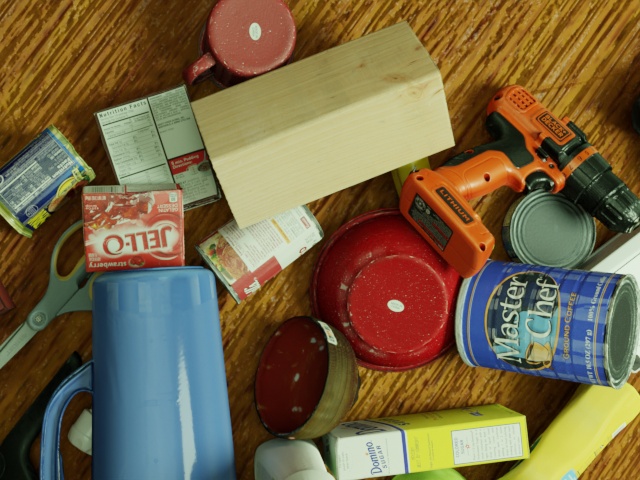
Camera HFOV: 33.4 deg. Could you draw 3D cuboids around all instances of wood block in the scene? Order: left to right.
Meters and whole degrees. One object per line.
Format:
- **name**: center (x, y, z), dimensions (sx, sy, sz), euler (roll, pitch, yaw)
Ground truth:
- **wood block**: center (0.001, -0.103, 0.944), dimensions (0.206, 0.090, 0.091), euler (-22, 136, -2)

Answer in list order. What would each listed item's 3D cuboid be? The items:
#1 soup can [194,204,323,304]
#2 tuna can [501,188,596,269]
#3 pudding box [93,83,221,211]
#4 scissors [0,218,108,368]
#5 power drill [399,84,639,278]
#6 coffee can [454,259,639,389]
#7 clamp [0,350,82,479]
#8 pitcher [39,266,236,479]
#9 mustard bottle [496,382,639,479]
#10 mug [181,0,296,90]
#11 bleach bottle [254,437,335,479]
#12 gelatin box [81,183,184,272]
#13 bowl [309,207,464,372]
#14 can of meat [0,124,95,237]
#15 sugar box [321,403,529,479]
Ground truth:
- **soup can**: center (-0.056, 0.001, 0.987), dimensions (0.102, 0.068, 0.068), euler (-38, 93, -7)
- **tuna can**: center (0.221, -0.008, 1.038), dimensions (0.086, 0.034, 0.086), euler (0, 88, -7)
- **pudding box**: center (-0.150, -0.079, 0.992), dimensions (0.090, 0.039, 0.113), euler (-18, 89, -5)
- **scissors**: center (-0.236, 0.075, 0.974), dimensions (0.096, 0.016, 0.201), euler (29, 76, -11)
- **power drill**: center (0.181, -0.043, 0.978), dimensions (0.187, 0.057, 0.184), euler (-32, 67, -28)
- **coffee can**: center (0.206, 0.073, 0.968), dimensions (0.141, 0.102, 0.103), euler (6, 87, 31)
- **clamp**: center (-0.292, 0.196, 0.968), dimensions (0.164, 0.036, 0.210), euler (-7, 86, -7)
- **pitcher**: center (-0.150, 0.147, 0.932), dimensions (0.145, 0.149, 0.243), euler (-6, 86, 32)
- **mustard bottle**: center (0.220, 0.208, 1.002), dimensions (0.058, 0.096, 0.191), euler (40, 85, 20)
- **mug**: center (-0.076, -0.179, 0.982), dimensions (0.117, 0.081, 0.093), euler (-30, 92, -7)
- **bleach bottle**: center (-0.013, 0.230, 0.894), dimensions (0.068, 0.251, 0.102), euler (-10, 90, -7)
- **gelatin box**: center (-0.167, -0.012, 0.956), dimensions (0.089, 0.030, 0.073), euler (-2, 108, -10)
- **bowl**: center (0.070, 0.053, 0.989), dimensions (0.162, 0.055, 0.162), euler (0, 101, 1)
- **can of meat**: center (-0.250, -0.052, 0.948), dimensions (0.084, 0.102, 0.057), euler (-43, 93, -8)
- **sugar box**: center (0.093, 0.185, 0.988), dimensions (0.176, 0.093, 0.048), euler (-3, 88, -8)
